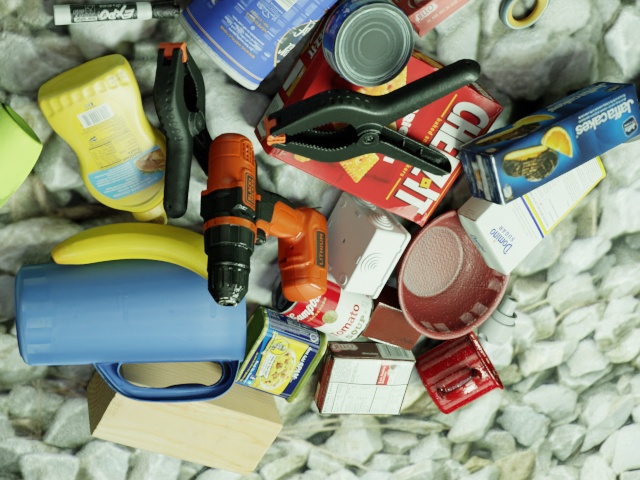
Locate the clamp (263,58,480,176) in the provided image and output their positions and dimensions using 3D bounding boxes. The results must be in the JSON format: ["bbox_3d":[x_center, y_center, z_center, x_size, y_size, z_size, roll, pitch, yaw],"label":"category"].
[{"bbox_3d":[0.051,-0.109,1.067,0.210,0.036,0.164,-8,146,-2],"label":"clamp"}]

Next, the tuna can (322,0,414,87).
[{"bbox_3d":[0.047,-0.193,1.034,0.086,0.034,0.086,-8,117,-17],"label":"tuna can"}]

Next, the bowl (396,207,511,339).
[{"bbox_3d":[0.146,0.033,1.258,0.161,0.055,0.162,-10,111,-27],"label":"bowl"}]

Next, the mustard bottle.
[{"bbox_3d":[-0.204,-0.089,1.093,0.096,0.058,0.191,-24,124,0],"label":"mustard bottle"}]

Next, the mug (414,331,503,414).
[{"bbox_3d":[0.172,0.169,1.332,0.081,0.117,0.093,-31,102,9],"label":"mug"}]

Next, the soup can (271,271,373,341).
[{"bbox_3d":[0.003,0.071,1.247,0.102,0.068,0.069,26,110,-29],"label":"soup can"}]

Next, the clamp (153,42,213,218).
[{"bbox_3d":[-0.140,-0.110,1.074,0.039,0.120,0.171,-4,121,16],"label":"clamp"}]

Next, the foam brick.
[{"bbox_3d":[0.083,0.091,1.293,0.078,0.051,0.053,20,114,-26],"label":"foam brick"}]

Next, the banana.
[{"bbox_3d":[-0.177,0.011,1.107,0.198,0.069,0.037,11,135,8],"label":"banana"}]

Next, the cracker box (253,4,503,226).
[{"bbox_3d":[0.063,-0.128,1.139,0.213,0.072,0.164,23,111,-28],"label":"cracker box"}]

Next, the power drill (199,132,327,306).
[{"bbox_3d":[-0.057,0.001,1.114,0.057,0.184,0.187,-10,155,25],"label":"power drill"}]

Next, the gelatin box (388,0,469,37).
[{"bbox_3d":[0.109,-0.250,1.067,0.073,0.089,0.030,-35,124,6],"label":"gelatin box"}]

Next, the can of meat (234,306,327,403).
[{"bbox_3d":[-0.054,0.136,1.277,0.083,0.057,0.102,21,112,-24],"label":"can of meat"}]

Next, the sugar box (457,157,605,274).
[{"bbox_3d":[0.243,-0.054,1.224,0.176,0.048,0.093,-41,123,-10],"label":"sugar box"}]

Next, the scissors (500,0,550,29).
[{"bbox_3d":[0.264,-0.289,1.133,0.201,0.016,0.096,-19,126,-4],"label":"scissors"}]

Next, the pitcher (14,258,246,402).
[{"bbox_3d":[-0.201,0.084,1.155,0.242,0.149,0.145,-3,128,-11],"label":"pitcher"}]

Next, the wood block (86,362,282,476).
[{"bbox_3d":[-0.162,0.197,1.263,0.205,0.091,0.090,21,114,-27],"label":"wood block"}]

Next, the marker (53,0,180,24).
[{"bbox_3d":[-0.197,-0.222,1.037,0.121,0.020,0.020,-6,122,-13],"label":"marker"}]

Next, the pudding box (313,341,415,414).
[{"bbox_3d":[0.055,0.175,1.345,0.113,0.039,0.090,5,120,-17],"label":"pudding box"}]

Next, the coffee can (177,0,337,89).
[{"bbox_3d":[-0.053,-0.230,1.024,0.140,0.103,0.102,-45,122,12],"label":"coffee can"}]
